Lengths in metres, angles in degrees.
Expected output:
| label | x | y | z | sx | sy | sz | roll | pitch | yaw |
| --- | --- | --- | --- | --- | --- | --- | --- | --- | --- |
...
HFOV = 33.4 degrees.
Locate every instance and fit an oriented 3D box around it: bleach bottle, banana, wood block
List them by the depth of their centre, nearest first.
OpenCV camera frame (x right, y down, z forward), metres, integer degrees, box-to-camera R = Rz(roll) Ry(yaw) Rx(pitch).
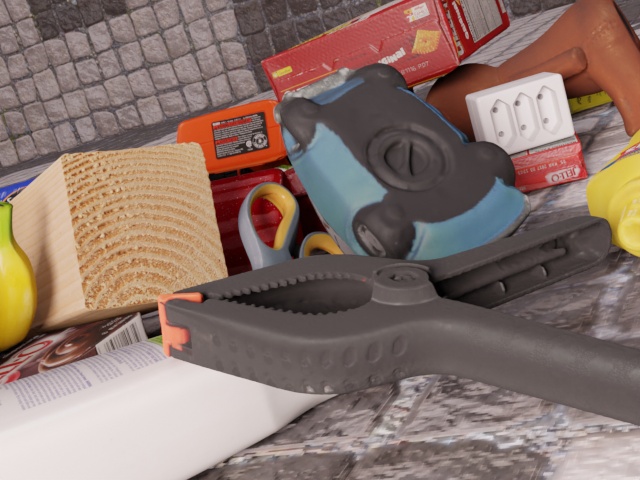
| label | x | y | z | sx | sy | sz | roll | pitch | yaw |
| --- | --- | --- | --- | --- | --- | --- | --- | --- | --- |
| bleach bottle | -0.068 | 0.074 | 0.474 | 0.250 | 0.068 | 0.103 | -20 | 13 | -20 |
| banana | -0.200 | 0.035 | 0.657 | 0.037 | 0.069 | 0.198 | 7 | -17 | -23 |
| wood block | -0.148 | 0.008 | 0.694 | 0.090 | 0.091 | 0.206 | -9 | -6 | -30 |

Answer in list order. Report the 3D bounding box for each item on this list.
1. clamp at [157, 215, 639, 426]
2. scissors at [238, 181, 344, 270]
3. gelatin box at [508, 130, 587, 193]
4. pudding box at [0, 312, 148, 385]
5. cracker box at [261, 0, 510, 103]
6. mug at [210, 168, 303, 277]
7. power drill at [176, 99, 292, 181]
| label | x | y | z | sx | sy | sz | roll | pitch | yaw |
| --- | --- | --- | --- | --- | --- | --- | --- | --- | --- |
| clamp | 0.040 | 0.034 | 0.428 | 0.210 | 0.036 | 0.164 | -5 | 21 | -4 |
| scissors | -0.017 | 0.039 | 0.627 | 0.016 | 0.096 | 0.201 | -47 | 27 | 32 |
| gelatin box | 0.163 | -0.060 | 0.817 | 0.073 | 0.030 | 0.089 | -14 | 13 | 13 |
| pudding box | -0.161 | 0.085 | 0.608 | 0.090 | 0.039 | 0.113 | -13 | 12 | 30 |
| cracker box | 0.067 | -0.175 | 0.957 | 0.164 | 0.072 | 0.213 | -18 | 12 | 26 |
| mug | -0.055 | 0.001 | 0.756 | 0.081 | 0.093 | 0.117 | -12 | -24 | 5 |
| power drill | -0.071 | -0.077 | 1.030 | 0.184 | 0.057 | 0.187 | -14 | -9 | 12 |
